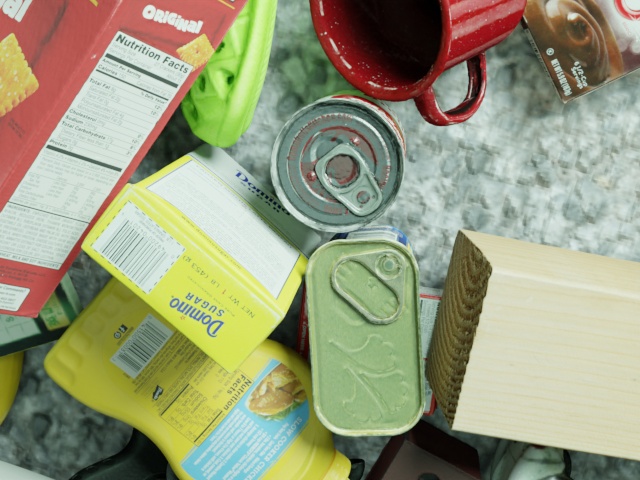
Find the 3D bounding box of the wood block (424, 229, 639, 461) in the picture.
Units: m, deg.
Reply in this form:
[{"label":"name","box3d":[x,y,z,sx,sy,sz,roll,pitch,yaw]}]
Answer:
[{"label":"wood block","box3d":[0.171,0.063,0.578,0.206,0.090,0.091,10,102,-6]}]

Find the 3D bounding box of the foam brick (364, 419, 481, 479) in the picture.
[{"label":"foam brick","box3d":[0.055,0.154,0.643,0.053,0.051,0.078,28,103,0]}]

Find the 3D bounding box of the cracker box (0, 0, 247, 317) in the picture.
[{"label":"cracker box","box3d":[-0.144,-0.097,0.509,0.164,0.072,0.214,45,106,32]}]

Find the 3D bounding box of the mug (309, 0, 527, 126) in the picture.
[{"label":"mug","box3d":[0.059,-0.118,0.560,0.093,0.081,0.117,-7,108,49]}]

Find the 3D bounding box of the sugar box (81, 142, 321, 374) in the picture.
[{"label":"sugar box","box3d":[-0.054,0.001,0.560,0.093,0.176,0.048,42,100,-3]}]

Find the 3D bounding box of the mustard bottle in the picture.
[{"label":"mustard bottle","box3d":[-0.052,0.093,0.596,0.191,0.058,0.096,41,90,-7]}]

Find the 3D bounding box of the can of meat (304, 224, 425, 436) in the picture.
[{"label":"can of meat","box3d":[0.026,0.044,0.576,0.057,0.084,0.102,-3,98,6]}]

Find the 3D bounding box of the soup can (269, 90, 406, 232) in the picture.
[{"label":"soup can","box3d":[0.013,-0.046,0.582,0.068,0.102,0.068,1,101,5]}]
